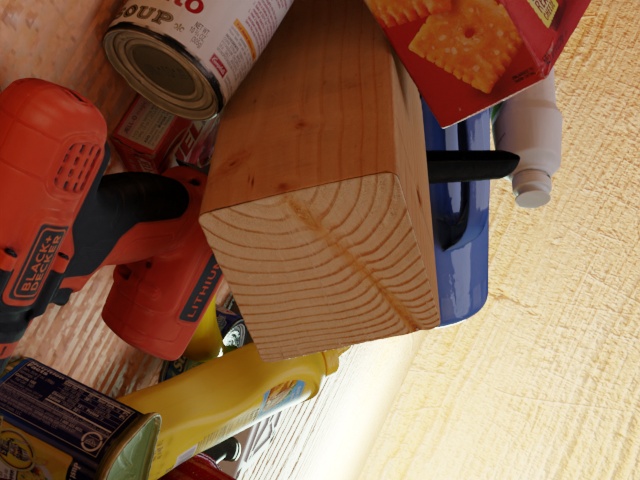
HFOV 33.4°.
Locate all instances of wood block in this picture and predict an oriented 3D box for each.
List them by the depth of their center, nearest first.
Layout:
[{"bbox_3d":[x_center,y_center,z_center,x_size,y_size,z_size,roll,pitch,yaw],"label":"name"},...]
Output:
[{"bbox_3d":[0.005,-0.046,0.553,0.206,0.090,0.091,-87,161,-54],"label":"wood block"}]

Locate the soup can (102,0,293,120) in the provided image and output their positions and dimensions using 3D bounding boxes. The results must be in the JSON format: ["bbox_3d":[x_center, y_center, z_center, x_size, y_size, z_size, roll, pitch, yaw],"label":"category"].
[{"bbox_3d":[-0.054,-0.119,0.531,0.102,0.068,0.068,-60,166,-22],"label":"soup can"}]

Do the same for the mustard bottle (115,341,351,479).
[{"bbox_3d":[-0.058,0.107,0.760,0.191,0.058,0.096,-23,160,-29],"label":"mustard bottle"}]

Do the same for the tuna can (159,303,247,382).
[{"bbox_3d":[-0.092,0.093,0.847,0.086,0.034,0.086,-60,166,-25],"label":"tuna can"}]

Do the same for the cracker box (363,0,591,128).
[{"bbox_3d":[0.059,-0.188,0.559,0.072,0.213,0.164,-24,-165,33],"label":"cracker box"}]

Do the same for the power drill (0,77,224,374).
[{"bbox_3d":[-0.117,0.023,0.503,0.184,0.057,0.187,-61,161,9],"label":"power drill"}]

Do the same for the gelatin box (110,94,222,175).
[{"bbox_3d":[-0.078,-0.070,0.608,0.089,0.030,0.073,-62,167,-19],"label":"gelatin box"}]

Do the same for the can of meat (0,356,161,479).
[{"bbox_3d":[-0.141,0.122,0.573,0.057,0.084,0.102,-47,157,-57],"label":"can of meat"}]

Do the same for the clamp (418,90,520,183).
[{"bbox_3d":[0.040,-0.066,0.689,0.120,0.171,0.039,69,-10,-19],"label":"clamp"}]

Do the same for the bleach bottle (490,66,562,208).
[{"bbox_3d":[0.168,-0.139,0.901,0.102,0.068,0.251,85,5,-63],"label":"bleach bottle"}]
